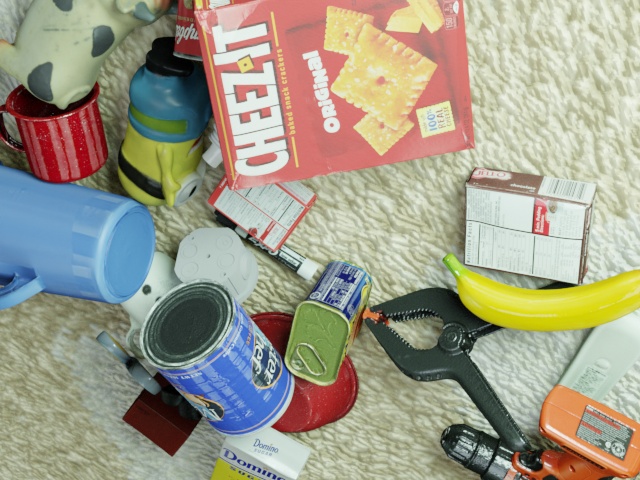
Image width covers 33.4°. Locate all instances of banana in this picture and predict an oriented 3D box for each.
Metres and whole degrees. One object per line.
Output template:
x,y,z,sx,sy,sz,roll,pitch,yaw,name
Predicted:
0.204,0.051,0.947,0.198,0.037,0.069,3,130,26,banana

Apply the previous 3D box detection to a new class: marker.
-0.057,0.001,1.097,0.121,0.020,0.020,33,130,1,marker

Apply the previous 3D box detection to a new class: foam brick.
-0.187,0.209,1.282,0.078,0.051,0.053,38,129,-4,foam brick

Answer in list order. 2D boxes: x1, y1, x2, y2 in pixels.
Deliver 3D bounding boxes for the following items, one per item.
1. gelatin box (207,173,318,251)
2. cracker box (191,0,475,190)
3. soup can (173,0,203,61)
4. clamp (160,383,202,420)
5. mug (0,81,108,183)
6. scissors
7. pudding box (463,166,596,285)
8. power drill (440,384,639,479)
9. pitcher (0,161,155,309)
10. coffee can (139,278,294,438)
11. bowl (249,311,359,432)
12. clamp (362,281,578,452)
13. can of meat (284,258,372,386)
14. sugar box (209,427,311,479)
-0.057,-0.042,1.061,0.089,0.030,0.073,37,129,-2,gelatin box
0.013,-0.140,0.876,0.213,0.072,0.164,-10,122,-2,cracker box
-0.089,-0.207,0.917,0.069,0.068,0.102,12,106,18,soup can
-0.134,0.142,1.188,0.039,0.120,0.171,24,162,9,clamp
-0.272,-0.112,1.074,0.117,0.093,0.081,1,128,8,mug
-0.220,0.126,1.184,0.096,0.016,0.202,48,168,-18,scissors
0.186,-0.013,0.959,0.114,0.039,0.090,11,128,21,pudding box
0.222,0.209,1.054,0.184,0.057,0.188,26,150,3,power drill
-0.303,0.000,1.103,0.243,0.144,0.149,11,96,22,pitcher
-0.100,0.119,1.059,0.103,0.102,0.140,-3,143,27,coffee can
-0.042,0.159,1.176,0.162,0.055,0.162,13,127,18,bowl
0.140,0.089,1.022,0.210,0.164,0.036,21,170,34,clamp
0.010,0.081,1.078,0.057,0.083,0.102,21,129,11,can of meat
-0.073,0.263,1.233,0.093,0.048,0.176,28,152,5,sugar box
